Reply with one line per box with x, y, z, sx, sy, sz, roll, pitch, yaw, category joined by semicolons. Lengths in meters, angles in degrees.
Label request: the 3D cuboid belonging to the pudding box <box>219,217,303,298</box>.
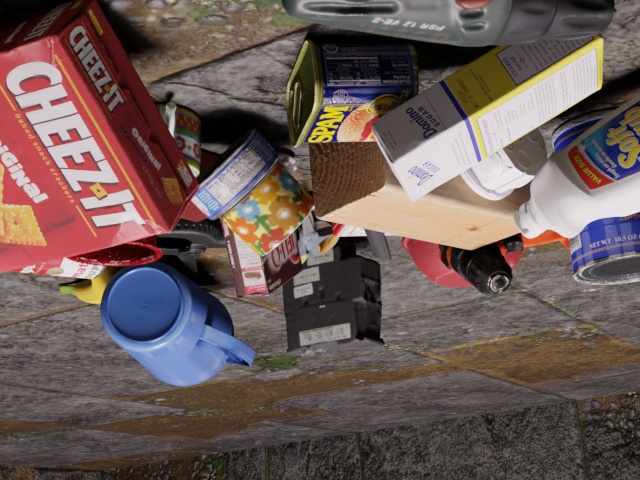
-0.057;0.001;1.065;0.039;0.090;0.113;-9;-171;21;pudding box

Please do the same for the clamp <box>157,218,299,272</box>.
-0.148;0.000;1.191;0.165;0.036;0.209;-19;162;37;clamp

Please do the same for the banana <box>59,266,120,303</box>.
-0.277;0.048;1.310;0.069;0.037;0.198;1;162;-19;banana

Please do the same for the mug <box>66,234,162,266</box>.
-0.192;-0.023;1.022;0.093;0.081;0.117;-8;164;21;mug

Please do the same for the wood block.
0.097;-0.057;0.980;0.205;0.090;0.091;11;156;-41;wood block

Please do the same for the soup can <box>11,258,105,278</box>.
-0.280;0.003;1.113;0.102;0.068;0.069;8;159;-38;soup can

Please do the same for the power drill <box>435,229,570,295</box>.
0.219;0.002;1.131;0.187;0.057;0.184;-3;-155;-13;power drill

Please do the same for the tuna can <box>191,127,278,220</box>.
-0.077;-0.058;0.937;0.033;0.086;0.086;46;145;-11;tuna can

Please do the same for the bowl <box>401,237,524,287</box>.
0.182;0.020;1.311;0.162;0.055;0.162;-5;163;-2;bowl

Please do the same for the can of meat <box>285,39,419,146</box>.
0.024;-0.114;0.833;0.083;0.057;0.102;-3;163;-13;can of meat

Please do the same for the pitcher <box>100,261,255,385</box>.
-0.181;0.105;1.327;0.149;0.145;0.243;-24;166;-1;pitcher

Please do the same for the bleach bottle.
0.270;-0.066;0.894;0.068;0.102;0.251;18;139;-40;bleach bottle

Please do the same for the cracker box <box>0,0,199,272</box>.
-0.221;-0.063;0.771;0.214;0.072;0.164;-12;123;25;cracker box

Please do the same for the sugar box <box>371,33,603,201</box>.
0.128;-0.103;0.813;0.176;0.048;0.093;-28;159;5;sugar box

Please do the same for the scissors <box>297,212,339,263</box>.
-0.027;0.005;1.181;0.096;0.016;0.201;-38;167;8;scissors
